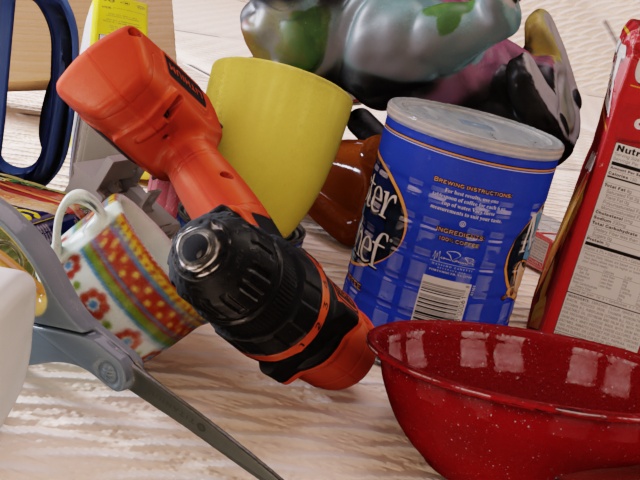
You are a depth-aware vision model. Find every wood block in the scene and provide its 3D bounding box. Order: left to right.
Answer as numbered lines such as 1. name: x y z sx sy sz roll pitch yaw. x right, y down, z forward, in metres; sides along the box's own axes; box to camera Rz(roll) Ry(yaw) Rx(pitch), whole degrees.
1. wood block: -0.243 -0.185 0.971 0.205 0.091 0.090 -6 3 -21

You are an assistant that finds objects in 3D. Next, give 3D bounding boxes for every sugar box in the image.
1. sugar box: -0.145 -0.087 0.730 0.048 0.093 0.176 7 37 -18

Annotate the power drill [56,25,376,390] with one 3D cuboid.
1. power drill: -0.055 -0.016 0.513 0.188 0.057 0.184 54 3 27

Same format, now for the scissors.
1. scissors: -0.102 0.059 0.469 0.202 0.096 0.016 46 41 2

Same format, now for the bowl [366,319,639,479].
1. bowl: 0.097 0.081 0.490 0.162 0.055 0.162 8 8 -1

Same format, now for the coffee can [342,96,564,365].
1. coffee can: 0.072 -0.002 0.623 0.102 0.140 0.103 13 16 -4

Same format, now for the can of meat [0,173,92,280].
1. can of meat: -0.176 -0.001 0.568 0.102 0.057 0.083 17 14 12
